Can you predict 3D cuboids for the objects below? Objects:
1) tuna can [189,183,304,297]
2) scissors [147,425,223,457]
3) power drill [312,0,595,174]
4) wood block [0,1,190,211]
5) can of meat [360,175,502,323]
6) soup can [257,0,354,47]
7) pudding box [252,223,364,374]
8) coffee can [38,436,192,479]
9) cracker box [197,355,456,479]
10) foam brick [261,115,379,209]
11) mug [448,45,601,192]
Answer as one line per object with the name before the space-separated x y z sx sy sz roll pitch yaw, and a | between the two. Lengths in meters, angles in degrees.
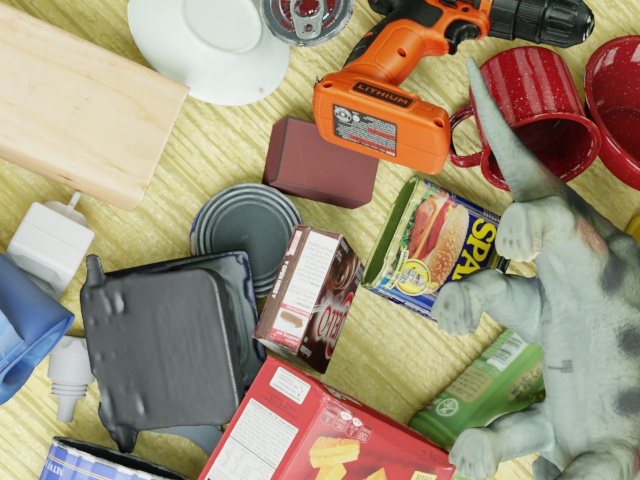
tuna can | -0.055 0.001 0.805 0.086 0.034 0.086 1 86 -15
scissors | -0.070 0.137 0.801 0.201 0.016 0.096 35 78 -11
power drill | 0.091 -0.136 0.787 0.185 0.057 0.187 18 55 19
wood block | -0.208 -0.102 0.741 0.206 0.091 0.090 24 81 -13
can of meat | 0.089 0.010 0.834 0.084 0.057 0.102 26 79 -10
soup can | -0.017 -0.195 0.786 0.068 0.102 0.068 -6 128 -8
pudding box | -0.006 0.044 0.776 0.039 0.113 0.090 18 80 16
coffee can | -0.157 0.216 0.726 0.102 0.103 0.140 20 81 -13
cracker box | -0.017 0.206 0.717 0.164 0.072 0.213 34 83 -43
foam brick | 0.001 -0.059 0.815 0.078 0.053 0.051 13 83 -15
mug | 0.152 -0.093 0.838 0.117 0.093 0.081 -19 53 15
